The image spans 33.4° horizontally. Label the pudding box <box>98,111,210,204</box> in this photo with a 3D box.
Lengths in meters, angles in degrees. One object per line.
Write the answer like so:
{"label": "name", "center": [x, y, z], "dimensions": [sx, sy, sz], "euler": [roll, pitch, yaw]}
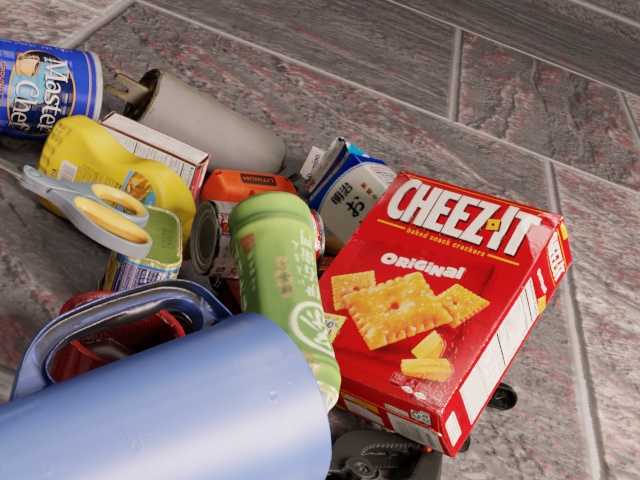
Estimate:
{"label": "pudding box", "center": [-0.174, -0.064, 1.058], "dimensions": [0.113, 0.090, 0.039], "euler": [24, 27, 5]}

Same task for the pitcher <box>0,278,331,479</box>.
{"label": "pitcher", "center": [-0.129, 0.127, 0.651], "dimensions": [0.242, 0.145, 0.149], "euler": [-15, 27, -34]}

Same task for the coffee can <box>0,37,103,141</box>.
{"label": "coffee can", "center": [-0.312, -0.158, 1.119], "dimensions": [0.140, 0.103, 0.103], "euler": [5, 31, -31]}

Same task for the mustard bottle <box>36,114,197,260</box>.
{"label": "mustard bottle", "center": [-0.175, -0.035, 0.995], "dimensions": [0.192, 0.096, 0.058], "euler": [30, 25, 18]}

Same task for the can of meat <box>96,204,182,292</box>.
{"label": "can of meat", "center": [-0.153, 0.027, 0.907], "dimensions": [0.057, 0.084, 0.102], "euler": [14, 27, -15]}

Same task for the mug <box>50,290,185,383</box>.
{"label": "mug", "center": [-0.160, 0.089, 0.786], "dimensions": [0.093, 0.082, 0.117], "euler": [-1, 34, -38]}

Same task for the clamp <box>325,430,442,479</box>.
{"label": "clamp", "center": [0.016, 0.180, 0.798], "dimensions": [0.165, 0.036, 0.209], "euler": [31, 26, 27]}

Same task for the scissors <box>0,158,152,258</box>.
{"label": "scissors", "center": [-0.217, -0.050, 0.853], "dimensions": [0.202, 0.016, 0.096], "euler": [33, 19, 0]}

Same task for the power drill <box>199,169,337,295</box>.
{"label": "power drill", "center": [-0.054, 0.001, 1.066], "dimensions": [0.184, 0.057, 0.188], "euler": [7, 32, -36]}

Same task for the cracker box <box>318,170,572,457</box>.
{"label": "cracker box", "center": [0.086, 0.051, 0.887], "dimensions": [0.164, 0.072, 0.213], "euler": [19, 59, 32]}

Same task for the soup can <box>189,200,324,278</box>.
{"label": "soup can", "center": [-0.056, 0.001, 0.941], "dimensions": [0.102, 0.069, 0.068], "euler": [5, 31, -26]}
